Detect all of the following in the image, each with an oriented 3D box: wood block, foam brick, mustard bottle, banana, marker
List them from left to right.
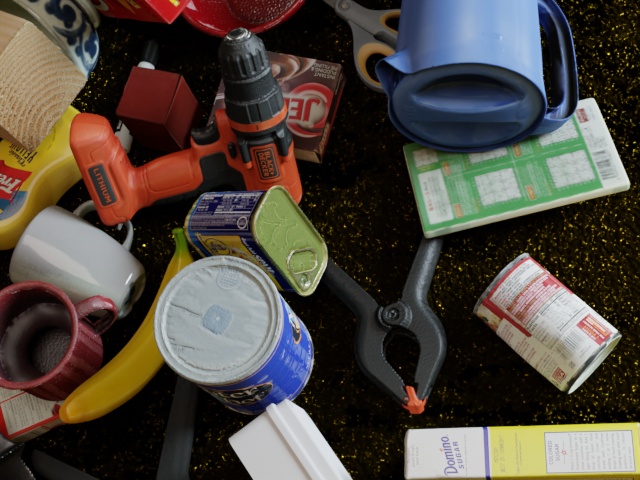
[{"bbox_3d":[-0.332,-0.170,1.017,0.206,0.090,0.090,25,75,38],"label":"wood block"},{"bbox_3d":[-0.294,-0.049,1.018,0.096,0.058,0.191,36,82,28],"label":"mustard bottle"},{"bbox_3d":[-0.180,-0.144,1.050,0.020,0.020,0.121,11,74,14],"label":"marker"},{"bbox_3d":[-0.157,0.085,0.936,0.037,0.069,0.197,-1,53,46],"label":"banana"},{"bbox_3d":[-0.151,-0.121,1.005,0.051,0.078,0.053,14,74,14],"label":"foam brick"}]

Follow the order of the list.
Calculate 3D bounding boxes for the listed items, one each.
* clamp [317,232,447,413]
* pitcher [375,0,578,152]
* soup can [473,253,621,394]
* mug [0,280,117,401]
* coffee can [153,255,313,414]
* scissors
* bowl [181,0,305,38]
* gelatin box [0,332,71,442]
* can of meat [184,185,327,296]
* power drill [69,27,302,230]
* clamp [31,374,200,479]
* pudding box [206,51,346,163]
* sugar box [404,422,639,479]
[{"bbox_3d":[0.053,0.066,0.923,0.120,0.039,0.171,-10,63,15],"label":"clamp"},{"bbox_3d":[0.142,-0.207,0.950,0.145,0.149,0.243,-8,60,25],"label":"pitcher"},{"bbox_3d":[0.186,0.068,0.880,0.068,0.068,0.102,-45,70,-6],"label":"soup can"},{"bbox_3d":[-0.227,0.084,0.915,0.117,0.081,0.093,-33,68,-3],"label":"mug"},{"bbox_3d":[-0.068,0.082,0.885,0.103,0.140,0.103,-3,71,10],"label":"coffee can"},{"bbox_3d":[0.022,-0.206,1.034,0.202,0.016,0.096,23,77,18],"label":"scissors"},{"bbox_3d":[-0.065,-0.263,1.041,0.162,0.055,0.162,-5,75,19],"label":"bowl"},{"bbox_3d":[-0.251,0.134,0.963,0.089,0.030,0.073,-23,68,1],"label":"gelatin box"},{"bbox_3d":[-0.056,0.001,0.921,0.084,0.102,0.057,0,51,37],"label":"can of meat"},{"bbox_3d":[-0.118,-0.089,0.934,0.187,0.184,0.057,-9,38,6],"label":"power drill"},{"bbox_3d":[-0.151,0.228,0.907,0.164,0.036,0.210,-24,65,3],"label":"clamp"},{"bbox_3d":[-0.041,-0.129,1.007,0.113,0.039,0.090,12,74,15],"label":"pudding box"},{"bbox_3d":[0.157,0.171,0.837,0.176,0.093,0.048,-1,70,10],"label":"sugar box"}]
